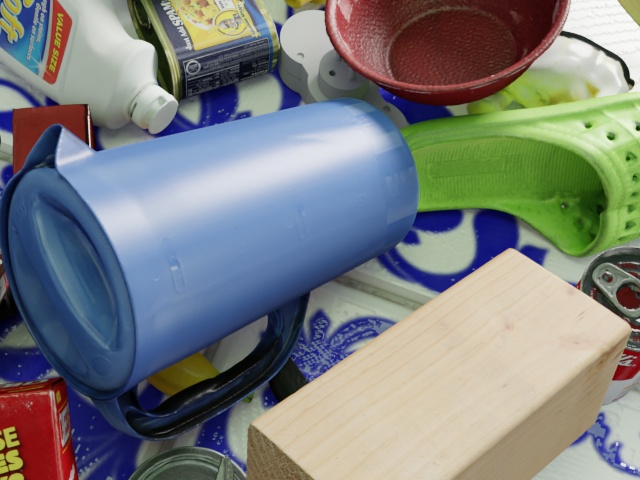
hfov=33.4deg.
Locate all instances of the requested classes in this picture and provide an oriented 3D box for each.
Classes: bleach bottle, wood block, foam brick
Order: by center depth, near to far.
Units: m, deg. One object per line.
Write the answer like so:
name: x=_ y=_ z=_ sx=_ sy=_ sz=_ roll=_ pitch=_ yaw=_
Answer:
wood block: x=0.065 y=0.100 z=0.584 sx=0.205 sy=0.091 sz=0.090 roll=-31 pitch=52 yaw=-33
foam brick: x=-0.178 y=-0.046 z=0.724 sx=0.051 sy=0.053 sz=0.078 roll=-6 pitch=62 yaw=-7
bleach bottle: x=-0.198 y=-0.168 z=0.766 sx=0.251 sy=0.068 sz=0.103 roll=39 pitch=108 yaw=14

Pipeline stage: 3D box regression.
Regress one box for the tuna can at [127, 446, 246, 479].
tuna can: x=-0.078 y=0.166 z=0.630 sx=0.086 sy=0.034 sz=0.086 roll=2 pitch=62 yaw=-3

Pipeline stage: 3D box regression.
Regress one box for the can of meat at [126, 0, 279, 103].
can of meat: x=-0.087 y=-0.159 z=0.788 sx=0.083 sy=0.057 sz=0.102 roll=-20 pitch=65 yaw=-16

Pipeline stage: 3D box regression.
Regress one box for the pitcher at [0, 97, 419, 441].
pitcher: x=-0.054 y=0.001 z=0.643 sx=0.242 sy=0.149 sz=0.145 roll=-22 pitch=60 yaw=-39

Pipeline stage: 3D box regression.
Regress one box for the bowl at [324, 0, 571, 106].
bowl: x=0.086 y=-0.144 z=0.719 sx=0.162 sy=0.055 sz=0.162 roll=-6 pitch=56 yaw=8
